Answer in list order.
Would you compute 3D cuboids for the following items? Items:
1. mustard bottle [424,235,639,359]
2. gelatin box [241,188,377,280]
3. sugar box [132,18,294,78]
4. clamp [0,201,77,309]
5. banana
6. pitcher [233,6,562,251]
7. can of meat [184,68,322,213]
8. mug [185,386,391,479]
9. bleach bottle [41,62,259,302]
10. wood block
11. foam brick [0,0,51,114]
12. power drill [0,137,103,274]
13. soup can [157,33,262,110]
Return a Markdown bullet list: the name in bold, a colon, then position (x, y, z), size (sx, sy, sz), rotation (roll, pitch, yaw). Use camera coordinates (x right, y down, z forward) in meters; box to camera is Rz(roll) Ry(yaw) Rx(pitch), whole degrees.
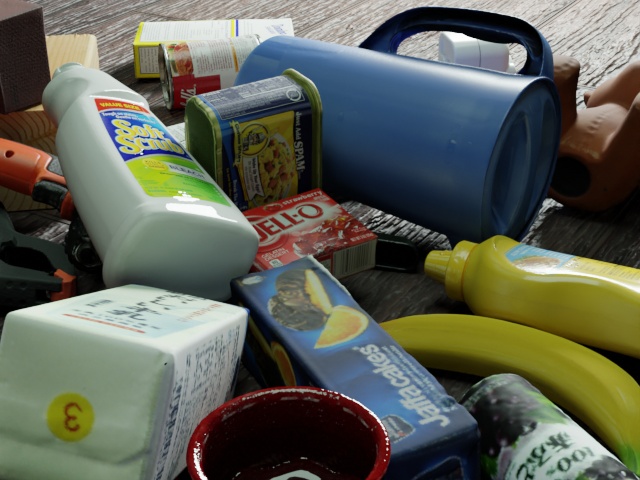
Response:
- **mustard bottle**: position (0.157, 0.035, 0.688), size (0.192, 0.058, 0.096), rotation (14, 13, 28)
- **gelatin box**: position (-0.017, 0.002, 0.732), size (0.089, 0.030, 0.073), rotation (-18, 39, -29)
- **sugar box**: position (-0.117, -0.216, 1.197), size (0.176, 0.048, 0.093), rotation (0, 28, -4)
- **clamp**: position (-0.236, 0.008, 0.788), size (0.172, 0.039, 0.120), rotation (20, 33, 21)
- **banana**: position (0.119, 0.078, 0.636), size (0.198, 0.037, 0.069), rotation (23, 35, 38)
- **pitcher**: position (0.056, -0.094, 0.823), size (0.243, 0.145, 0.149), rotation (19, 46, 29)
- **can of meat**: position (-0.048, -0.063, 0.764), size (0.083, 0.102, 0.058), rotation (-18, 36, -26)
- **mug**: position (-0.017, 0.123, 0.512), size (0.093, 0.081, 0.117), rotation (-9, 29, -14)
- **bleach bottle**: position (-0.140, -0.055, 0.735), size (0.102, 0.068, 0.251), rotation (8, 29, -40)
- **wood block**: position (-0.249, -0.112, 0.961), size (0.090, 0.090, 0.206), rotation (-4, 28, -5)
- **foam brick**: position (-0.252, -0.148, 0.848), size (0.051, 0.078, 0.052), rotation (21, 35, 31)
- **power drill**: position (-0.219, -0.039, 0.791), size (0.187, 0.057, 0.184), rotation (19, 16, -6)
- **soup can**: position (-0.110, -0.173, 1.090), size (0.102, 0.068, 0.068), rotation (-9, 29, -14)
